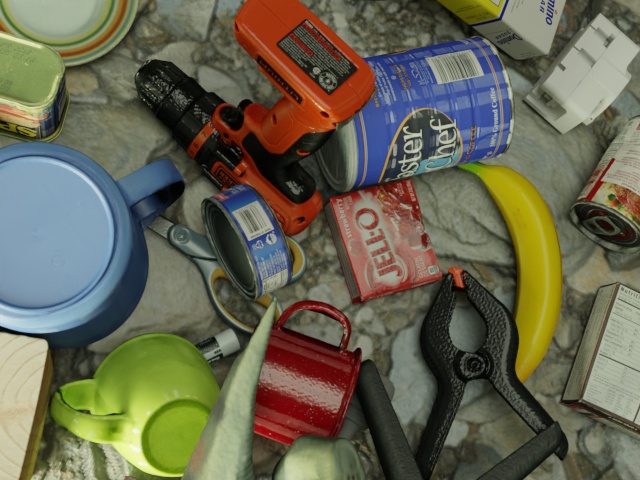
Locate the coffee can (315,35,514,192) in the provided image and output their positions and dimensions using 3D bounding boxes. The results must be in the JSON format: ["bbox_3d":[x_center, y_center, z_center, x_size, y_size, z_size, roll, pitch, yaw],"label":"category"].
[{"bbox_3d":[0.070,-0.103,0.861,0.140,0.103,0.103,-13,82,-15],"label":"coffee can"}]

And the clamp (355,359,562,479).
[{"bbox_3d":[0.091,0.197,0.773,0.164,0.036,0.210,12,60,-2],"label":"clamp"}]

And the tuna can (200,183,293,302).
[{"bbox_3d":[-0.055,0.001,0.804,0.033,0.086,0.086,-26,86,-19],"label":"tuna can"}]

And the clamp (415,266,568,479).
[{"bbox_3d":[0.134,0.106,0.856,0.120,0.039,0.171,-1,81,2],"label":"clamp"}]

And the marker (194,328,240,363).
[{"bbox_3d":[-0.119,0.101,0.822,0.121,0.020,0.020,-25,85,-16],"label":"marker"}]

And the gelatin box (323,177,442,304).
[{"bbox_3d":[0.051,0.001,0.874,0.073,0.030,0.089,-15,82,-15],"label":"gelatin box"}]

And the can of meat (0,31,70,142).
[{"bbox_3d":[-0.242,-0.119,0.805,0.102,0.084,0.057,15,76,-10],"label":"can of meat"}]

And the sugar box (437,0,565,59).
[{"bbox_3d":[0.135,-0.235,0.899,0.176,0.048,0.093,30,74,-33],"label":"sugar box"}]

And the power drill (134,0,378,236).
[{"bbox_3d":[-0.051,-0.103,0.792,0.184,0.188,0.057,41,59,0],"label":"power drill"}]

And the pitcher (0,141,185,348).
[{"bbox_3d":[-0.171,0.000,0.712,0.145,0.243,0.149,12,83,-9],"label":"pitcher"}]

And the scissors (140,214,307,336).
[{"bbox_3d":[-0.092,-0.010,0.852,0.096,0.016,0.202,-42,90,-18],"label":"scissors"}]

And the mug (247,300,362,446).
[{"bbox_3d":[-0.018,0.100,0.803,0.081,0.093,0.117,21,103,-3],"label":"mug"}]

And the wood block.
[{"bbox_3d":[-0.229,0.111,0.698,0.090,0.206,0.090,12,77,-11],"label":"wood block"}]

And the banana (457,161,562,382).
[{"bbox_3d":[0.168,0.019,0.896,0.070,0.037,0.198,-13,79,10],"label":"banana"}]
